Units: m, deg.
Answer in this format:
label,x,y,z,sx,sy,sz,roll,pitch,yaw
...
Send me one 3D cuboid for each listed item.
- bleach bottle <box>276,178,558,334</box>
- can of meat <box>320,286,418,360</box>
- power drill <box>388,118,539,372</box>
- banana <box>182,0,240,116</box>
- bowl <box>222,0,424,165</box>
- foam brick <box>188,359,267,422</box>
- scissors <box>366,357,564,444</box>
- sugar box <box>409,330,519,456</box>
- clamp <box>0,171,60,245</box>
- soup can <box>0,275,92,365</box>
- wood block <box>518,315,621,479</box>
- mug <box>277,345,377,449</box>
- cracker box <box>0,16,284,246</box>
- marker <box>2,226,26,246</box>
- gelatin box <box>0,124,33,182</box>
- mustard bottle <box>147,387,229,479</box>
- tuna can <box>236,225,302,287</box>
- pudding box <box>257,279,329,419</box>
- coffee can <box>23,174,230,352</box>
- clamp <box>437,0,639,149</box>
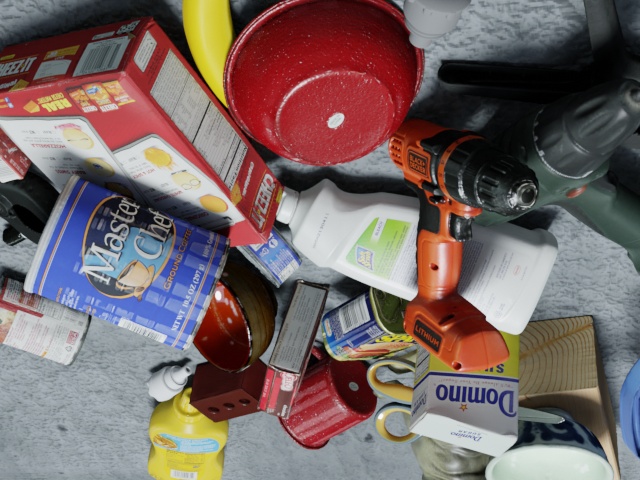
label,x,y,z,sx,sy,sz,roll,pitch,yaw
bleach bottle,0.078,-0.001,0.962,0.250,0.068,0.102,20,101,-6
can of meat,0.062,0.081,1.059,0.101,0.057,0.084,5,153,-42
power drill,0.114,0.005,0.848,0.057,0.185,0.188,-10,111,-19
banana,-0.065,-0.147,0.840,0.070,0.037,0.197,-26,134,11
bowl,0.007,-0.111,0.824,0.162,0.055,0.162,-6,136,-6
foam brick,-0.101,0.167,1.213,0.078,0.051,0.053,-19,134,29
scissors,0.131,0.177,1.043,0.202,0.016,0.096,21,106,26
sugar box,0.138,0.106,1.001,0.093,0.176,0.048,17,140,-12
clamp,-0.282,-0.048,0.953,0.172,0.039,0.120,20,148,23
soup can,-0.302,0.086,1.134,0.102,0.068,0.069,22,139,-19
wood block,0.261,0.179,1.141,0.091,0.090,0.206,-8,138,18
mug,0.002,0.163,1.175,0.082,0.093,0.117,-33,90,33
cracker box,-0.153,-0.080,0.890,0.164,0.072,0.213,-4,142,32
marker,-0.265,-0.019,1.039,0.121,0.020,0.020,-19,134,29
gelatin box,-0.271,-0.104,0.890,0.030,0.073,0.089,-7,140,32
mustard bottle,-0.161,0.235,1.301,0.096,0.058,0.192,8,141,-3
tuna can,-0.056,0.001,0.979,0.033,0.086,0.086,-44,131,-6
pudding box,-0.028,0.111,1.084,0.039,0.113,0.090,17,141,0
coffee can,-0.158,0.019,0.878,0.140,0.102,0.103,22,139,-9
clamp,0.207,-0.118,0.827,0.209,0.036,0.165,30,146,-30
